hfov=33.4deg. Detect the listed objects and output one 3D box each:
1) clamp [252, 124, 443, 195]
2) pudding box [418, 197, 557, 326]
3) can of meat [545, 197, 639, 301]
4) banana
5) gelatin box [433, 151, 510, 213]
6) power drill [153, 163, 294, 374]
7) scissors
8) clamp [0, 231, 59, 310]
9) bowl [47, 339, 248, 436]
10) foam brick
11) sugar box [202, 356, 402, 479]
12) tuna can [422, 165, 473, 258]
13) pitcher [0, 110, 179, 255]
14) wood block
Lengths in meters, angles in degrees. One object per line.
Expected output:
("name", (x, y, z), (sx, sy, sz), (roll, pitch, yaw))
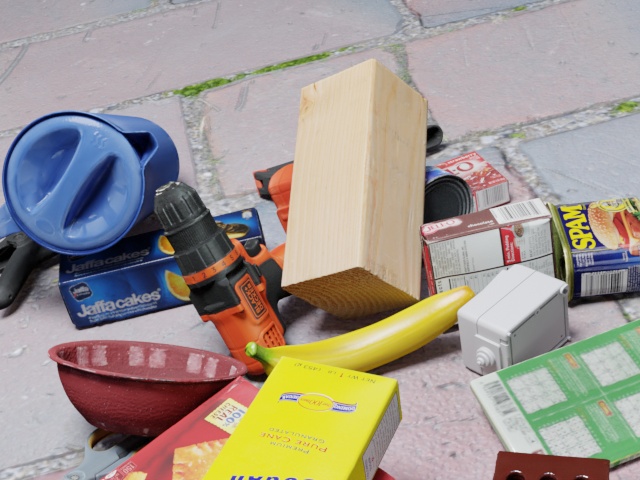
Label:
("clamp", (0.031, -0.082, 1.154), (0.210, 0.036, 0.164), (-7, 17, 24))
("pudding box", (0.147, 0.021, 0.928), (0.113, 0.090, 0.039), (-12, 27, -1))
("can of meat", (0.251, 0.006, 0.952), (0.084, 0.057, 0.102), (-6, 34, 4))
("banana", (0.035, 0.086, 0.892), (0.197, 0.070, 0.037), (-16, 65, -11))
("gelatin box", (0.138, -0.054, 1.098), (0.089, 0.030, 0.073), (-19, 34, -12))
("power drill", (-0.056, 0.001, 0.959), (0.057, 0.184, 0.187), (-14, 19, 38))
("scissors", (-0.162, 0.182, 0.797), (0.096, 0.016, 0.201), (9, 17, 11))
("clamp", (-0.312, 0.015, 1.130), (0.120, 0.039, 0.171), (24, 52, 40))
("bowl", (-0.141, 0.121, 0.866), (0.162, 0.055, 0.162), (6, 2, 0))
("foam brick", (0.156, 0.181, 0.724), (0.078, 0.051, 0.053), (0, 35, 18))
("sugar box", (-0.020, 0.154, 0.696), (0.093, 0.048, 0.176), (8, 36, 23))
("tuna can", (0.104, -0.027, 1.020), (0.086, 0.086, 0.034), (-29, 36, -24))
("pitcher", (-0.227, -0.064, 1.084), (0.149, 0.145, 0.242), (15, 9, 2))
("wood block", (0.034, -0.045, 0.965), (0.091, 0.090, 0.206), (-18, 56, 38))
